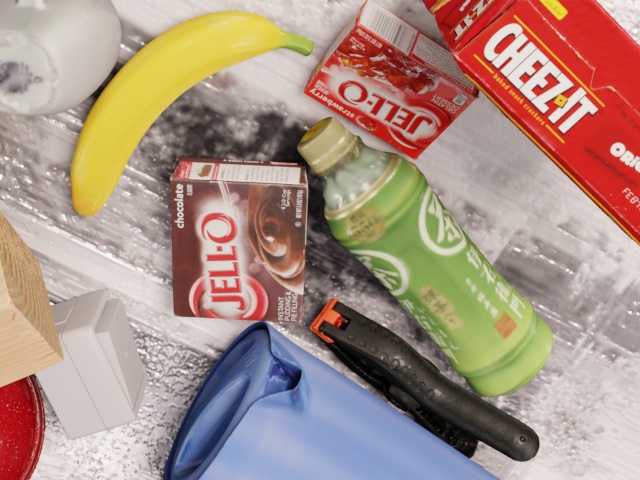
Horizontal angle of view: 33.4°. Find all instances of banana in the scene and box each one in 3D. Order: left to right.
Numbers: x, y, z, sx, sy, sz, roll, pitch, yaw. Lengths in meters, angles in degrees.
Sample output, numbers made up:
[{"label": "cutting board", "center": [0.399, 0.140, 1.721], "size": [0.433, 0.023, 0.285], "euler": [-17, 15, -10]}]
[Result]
[{"label": "banana", "center": [-0.101, -0.090, 0.690], "size": [0.198, 0.037, 0.069], "euler": [-34, 109, 15]}]

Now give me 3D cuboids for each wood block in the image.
[{"label": "wood block", "center": [-0.284, 0.063, 0.682], "size": [0.206, 0.090, 0.091], "euler": [-22, 147, -3]}]

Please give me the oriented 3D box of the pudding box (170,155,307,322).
[{"label": "pudding box", "center": [-0.055, 0.001, 0.725], "size": [0.090, 0.039, 0.113], "euler": [2, 119, -1]}]

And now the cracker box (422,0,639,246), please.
[{"label": "cracker box", "center": [0.135, -0.094, 0.588], "size": [0.164, 0.213, 0.072], "euler": [40, 108, -16]}]

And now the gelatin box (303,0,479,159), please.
[{"label": "gelatin box", "center": [0.045, -0.098, 0.671], "size": [0.089, 0.030, 0.073], "euler": [31, 141, -11]}]

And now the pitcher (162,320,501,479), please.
[{"label": "pitcher", "center": [0.018, 0.173, 0.745], "size": [0.242, 0.149, 0.145], "euler": [32, 93, -15]}]

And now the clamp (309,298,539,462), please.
[{"label": "clamp", "center": [0.072, 0.102, 0.741], "size": [0.171, 0.120, 0.039], "euler": [38, 66, -14]}]

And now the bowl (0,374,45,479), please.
[{"label": "bowl", "center": [-0.279, 0.134, 0.750], "size": [0.162, 0.055, 0.162], "euler": [0, 90, -7]}]
